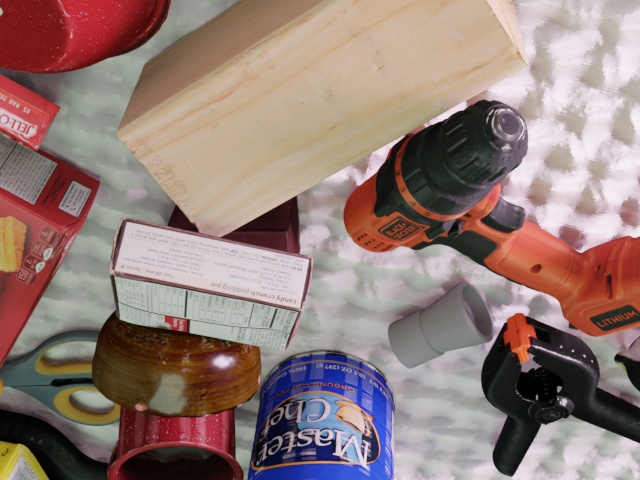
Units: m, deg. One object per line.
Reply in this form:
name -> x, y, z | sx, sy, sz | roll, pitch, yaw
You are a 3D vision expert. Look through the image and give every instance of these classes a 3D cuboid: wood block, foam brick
wood block -> 0.000, -0.097, 0.595 | 0.206, 0.090, 0.090 | -28, 118, 21
foam brick -> -0.055, 0.001, 0.690 | 0.078, 0.051, 0.053 | 1, 125, 5

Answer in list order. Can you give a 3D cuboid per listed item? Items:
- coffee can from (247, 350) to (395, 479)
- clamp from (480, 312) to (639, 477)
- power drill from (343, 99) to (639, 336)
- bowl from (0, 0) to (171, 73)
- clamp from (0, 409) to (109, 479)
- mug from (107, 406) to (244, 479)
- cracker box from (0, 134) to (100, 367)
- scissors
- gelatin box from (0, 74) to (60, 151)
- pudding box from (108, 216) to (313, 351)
coffee can -> 0.001, 0.160, 0.740 | 0.103, 0.140, 0.103 | 2, 124, 3
clamp -> 0.151, 0.113, 0.745 | 0.120, 0.039, 0.171 | -28, 129, 18
power drill -> 0.122, -0.010, 0.622 | 0.187, 0.057, 0.185 | 24, 161, -13
bowl -> -0.163, -0.142, 0.567 | 0.162, 0.055, 0.162 | 14, 144, 10
clamp -> -0.197, 0.185, 0.833 | 0.210, 0.036, 0.165 | 39, 127, -17
mug -> -0.110, 0.142, 0.764 | 0.093, 0.081, 0.117 | 33, 125, -33
cracker box -> -0.275, -0.014, 0.686 | 0.213, 0.072, 0.164 | 29, 122, -13
scissors -> -0.231, 0.113, 0.803 | 0.202, 0.016, 0.096 | -14, 122, 14
gelatin box -> -0.193, -0.081, 0.625 | 0.073, 0.089, 0.030 | 29, 86, -15
pudding box -> -0.065, 0.028, 0.630 | 0.113, 0.039, 0.090 | 10, 158, -4
